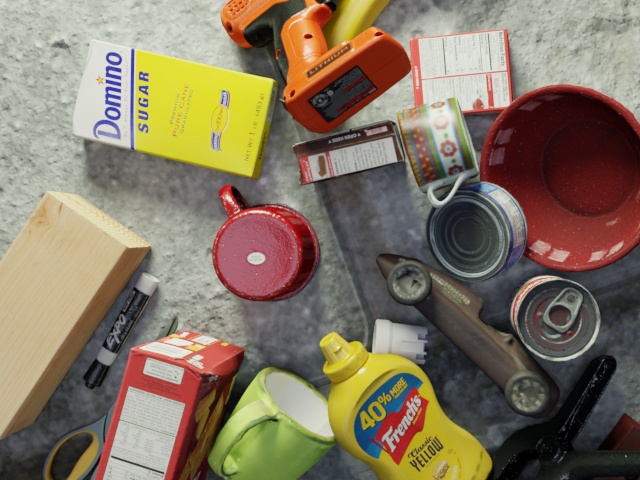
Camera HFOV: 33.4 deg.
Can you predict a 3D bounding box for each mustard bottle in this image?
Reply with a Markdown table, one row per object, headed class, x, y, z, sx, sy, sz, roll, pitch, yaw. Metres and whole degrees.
| class | x | y | z | sx | sy | sz | roll | pitch | yaw |
| --- | --- | --- | --- | --- | --- | --- | --- | --- | --- |
| mustard bottle | 0.062 | 0.157 | 0.931 | 0.096 | 0.058 | 0.191 | -41 | 103 | -15 |

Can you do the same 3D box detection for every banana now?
| class | x | y | z | sx | sy | sz | roll | pitch | yaw |
| --- | --- | --- | --- | --- | --- | --- | --- | --- | --- |
| banana | 0.047 | -0.210 | 0.954 | 0.198 | 0.070 | 0.037 | -46 | 131 | 10 |

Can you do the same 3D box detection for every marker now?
| class | x | y | z | sx | sy | sz | roll | pitch | yaw |
| --- | --- | --- | --- | --- | --- | --- | --- | --- | --- |
| marker | -0.189 | 0.086 | 1.003 | 0.020 | 0.020 | 0.121 | 30 | 94 | 4 |

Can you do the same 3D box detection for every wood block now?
| class | x | y | z | sx | sy | sz | roll | pitch | yaw |
| --- | --- | --- | --- | --- | --- | --- | --- | --- | --- |
| wood block | -0.256 | 0.066 | 0.974 | 0.091 | 0.090 | 0.206 | 34 | 94 | 4 |

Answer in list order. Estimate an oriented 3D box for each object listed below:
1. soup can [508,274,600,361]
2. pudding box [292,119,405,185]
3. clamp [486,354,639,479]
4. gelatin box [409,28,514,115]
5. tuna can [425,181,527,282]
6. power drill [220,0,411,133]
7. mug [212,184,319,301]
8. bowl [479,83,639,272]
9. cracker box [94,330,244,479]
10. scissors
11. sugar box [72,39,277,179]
| class | x | y | z | sx | sy | sz | roll | pitch | yaw |
| --- | --- | --- | --- | --- | --- | --- | --- | --- | --- |
| soup can | 0.199 | 0.064 | 0.920 | 0.068 | 0.102 | 0.068 | 0 | 91 | 6 |
| pudding box | 0.027 | -0.076 | 0.931 | 0.090 | 0.113 | 0.039 | -14 | 92 | 6 |
| clamp | 0.210 | 0.177 | 0.936 | 0.172 | 0.120 | 0.039 | -30 | 128 | 26 |
| gelatin box | 0.127 | -0.148 | 0.961 | 0.089 | 0.030 | 0.073 | -5 | 89 | 6 |
| tuna can | 0.136 | -0.007 | 0.939 | 0.086 | 0.033 | 0.086 | 11 | 110 | 34 |
| power drill | 0.010 | -0.193 | 0.911 | 0.185 | 0.057 | 0.188 | -36 | 46 | 15 |
| mug | -0.056 | 0.001 | 0.956 | 0.093 | 0.081 | 0.117 | -28 | 88 | 6 |
| bowl | 0.221 | -0.057 | 0.920 | 0.162 | 0.055 | 0.162 | 11 | 110 | 33 |
| cracker box | -0.137 | 0.194 | 0.927 | 0.072 | 0.164 | 0.214 | 16 | 92 | 7 |
| scissors | -0.176 | 0.174 | 1.005 | 0.202 | 0.016 | 0.096 | -44 | 88 | 5 |
| sugar box | -0.134 | -0.120 | 0.980 | 0.176 | 0.048 | 0.093 | 13 | 92 | 4 |
